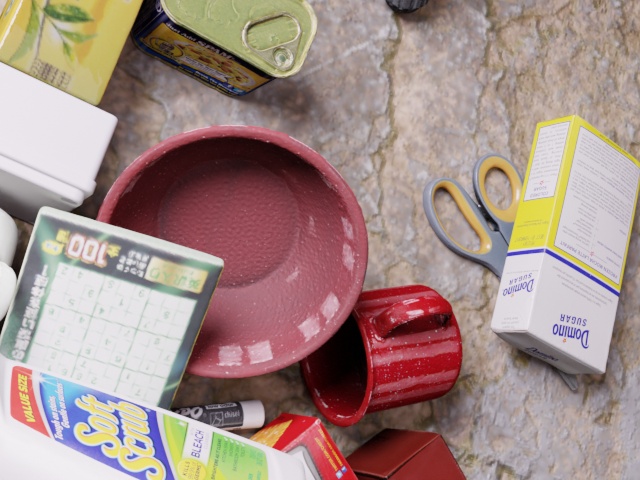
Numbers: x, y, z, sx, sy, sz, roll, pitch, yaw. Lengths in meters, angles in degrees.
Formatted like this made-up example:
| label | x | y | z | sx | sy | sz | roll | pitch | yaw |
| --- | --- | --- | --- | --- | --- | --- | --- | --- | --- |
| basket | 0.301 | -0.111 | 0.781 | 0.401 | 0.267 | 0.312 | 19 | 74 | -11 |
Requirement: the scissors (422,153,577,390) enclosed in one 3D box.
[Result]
| label | x | y | z | sx | sy | sz | roll | pitch | yaw |
| --- | --- | --- | --- | --- | --- | --- | --- | --- | --- |
| scissors | 0.158 | 0.016 | 0.826 | 0.201 | 0.016 | 0.096 | 45 | 69 | -15 |

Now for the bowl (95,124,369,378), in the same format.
| label | x | y | z | sx | sy | sz | roll | pitch | yaw |
| --- | --- | --- | --- | --- | --- | --- | --- | --- | --- |
| bowl | -0.054 | 0.001 | 0.645 | 0.162 | 0.055 | 0.162 | -2 | 113 | -5 |

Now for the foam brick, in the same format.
| label | x | y | z | sx | sy | sz | roll | pitch | yaw |
| --- | --- | --- | --- | --- | --- | --- | --- | --- | --- |
| foam brick | 0.056 | 0.165 | 0.731 | 0.053 | 0.078 | 0.051 | -32 | 98 | -24 |

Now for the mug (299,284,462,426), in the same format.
| label | x | y | z | sx | sy | sz | roll | pitch | yaw |
| --- | --- | --- | --- | --- | --- | --- | --- | --- | --- |
| mug | 0.047 | 0.068 | 0.718 | 0.081 | 0.117 | 0.093 | -6 | 61 | -30 |

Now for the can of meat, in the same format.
| label | x | y | z | sx | sy | sz | roll | pitch | yaw |
| --- | --- | --- | --- | --- | --- | --- | --- | --- | --- |
| can of meat | -0.066 | -0.139 | 0.697 | 0.102 | 0.084 | 0.057 | 26 | 75 | -21 |

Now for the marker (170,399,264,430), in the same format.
| label | x | y | z | sx | sy | sz | roll | pitch | yaw |
| --- | --- | --- | --- | --- | --- | --- | --- | --- | --- |
| marker | -0.095 | 0.118 | 0.696 | 0.120 | 0.020 | 0.020 | -1 | 86 | -25 |

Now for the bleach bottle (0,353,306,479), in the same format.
| label | x | y | z | sx | sy | sz | roll | pitch | yaw |
| --- | --- | --- | --- | --- | --- | --- | --- | --- | --- |
| bleach bottle | -0.133 | 0.121 | 0.579 | 0.250 | 0.102 | 0.068 | 23 | 114 | -10 |

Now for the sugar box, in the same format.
| label | x | y | z | sx | sy | sz | roll | pitch | yaw |
| --- | --- | --- | --- | --- | --- | --- | --- | --- | --- |
| sugar box | 0.189 | 0.004 | 0.812 | 0.093 | 0.048 | 0.176 | 28 | 71 | -31 |
